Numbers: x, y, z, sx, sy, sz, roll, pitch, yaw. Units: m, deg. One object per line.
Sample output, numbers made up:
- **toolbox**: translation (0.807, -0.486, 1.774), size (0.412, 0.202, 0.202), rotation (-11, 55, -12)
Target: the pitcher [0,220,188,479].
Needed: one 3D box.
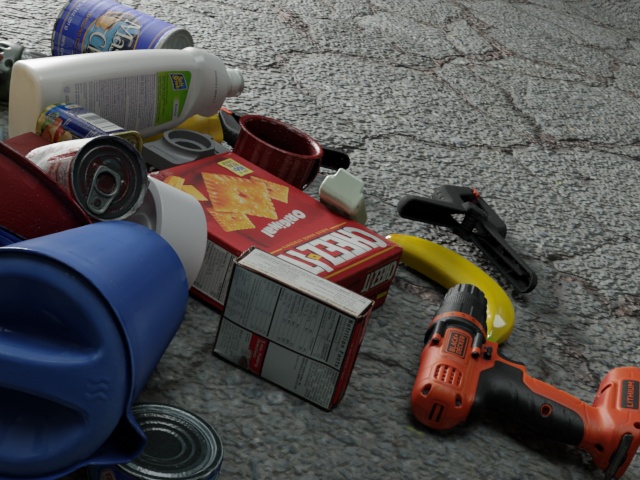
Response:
- **pitcher**: translation (-0.167, 0.046, 0.693), size (0.145, 0.149, 0.243), rotation (-6, 8, 4)

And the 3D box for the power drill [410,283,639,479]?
- **power drill**: translation (0.176, 0.114, 0.898), size (0.188, 0.057, 0.184), rotation (18, 33, 7)

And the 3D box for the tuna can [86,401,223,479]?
- **tuna can**: translation (-0.107, 0.143, 0.698), size (0.086, 0.034, 0.086), rotation (14, 25, -7)

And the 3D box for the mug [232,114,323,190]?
- **mug**: translation (-0.047, -0.074, 1.114), size (0.117, 0.082, 0.093), rotation (-3, 34, -49)

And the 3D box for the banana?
- **banana**: translation (0.135, 0.044, 1.048), size (0.069, 0.037, 0.198), rotation (2, 29, -30)

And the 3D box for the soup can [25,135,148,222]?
- **soup can**: translation (-0.195, -0.047, 0.862), size (0.068, 0.068, 0.102), rotation (-8, 4, -41)

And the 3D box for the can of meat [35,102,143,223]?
- **can of meat**: translation (-0.218, -0.067, 0.981), size (0.084, 0.102, 0.057), rotation (28, 27, 27)

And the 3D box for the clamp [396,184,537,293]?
- **clamp**: translation (0.171, -0.014, 1.170), size (0.164, 0.036, 0.209), rotation (35, 18, 5)

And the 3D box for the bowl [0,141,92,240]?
- **bowl**: translation (-0.253, -0.015, 0.839), size (0.162, 0.162, 0.055), rotation (25, 63, 17)

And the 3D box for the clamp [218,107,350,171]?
- **clamp**: translation (-0.063, -0.108, 1.233), size (0.172, 0.039, 0.120), rotation (23, 21, 25)

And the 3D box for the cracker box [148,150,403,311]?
- **cracker box**: translation (-0.056, 0.001, 0.974), size (0.214, 0.072, 0.163), rotation (29, 27, 23)

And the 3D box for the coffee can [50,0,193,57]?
- **coffee can**: translation (-0.240, -0.232, 1.298), size (0.140, 0.103, 0.102), rotation (24, 26, 15)

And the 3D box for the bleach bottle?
- **bleach bottle**: translation (-0.187, -0.142, 1.086), size (0.250, 0.103, 0.068), rotation (-13, 34, -39)

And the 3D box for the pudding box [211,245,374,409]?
- **pudding box**: translation (-0.023, 0.068, 0.838), size (0.113, 0.090, 0.039), rotation (24, 27, 14)
